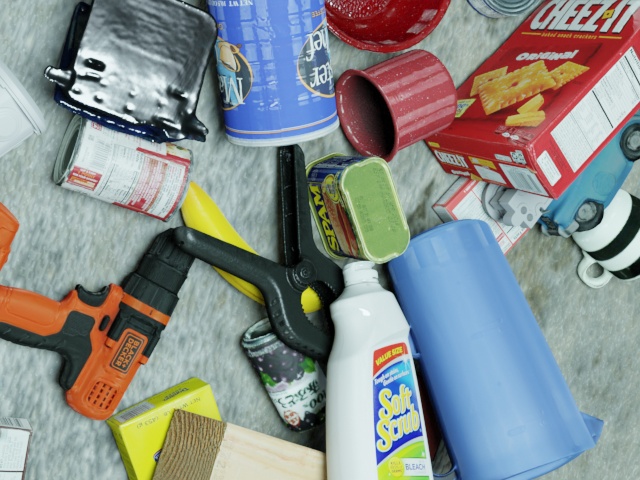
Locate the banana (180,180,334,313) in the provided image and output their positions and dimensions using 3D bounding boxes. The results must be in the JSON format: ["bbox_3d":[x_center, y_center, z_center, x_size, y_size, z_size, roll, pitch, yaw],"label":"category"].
[{"bbox_3d":[-0.059,0.019,0.991,0.197,0.037,0.069,30,63,-25],"label":"banana"}]

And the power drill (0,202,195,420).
[{"bbox_3d":[-0.214,0.040,0.907,0.187,0.057,0.184,31,82,-24],"label":"power drill"}]

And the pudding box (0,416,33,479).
[{"bbox_3d":[-0.304,0.192,0.890,0.113,0.039,0.090,10,91,-23],"label":"pudding box"}]

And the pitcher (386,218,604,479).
[{"bbox_3d":[0.141,0.111,0.999,0.148,0.145,0.243,0,64,-50],"label":"pitcher"}]

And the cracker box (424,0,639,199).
[{"bbox_3d":[0.223,-0.147,1.029,0.213,0.164,0.072,-46,120,-14],"label":"cracker box"}]

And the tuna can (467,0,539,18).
[{"bbox_3d":[0.184,-0.268,1.076,0.086,0.034,0.086,-2,96,-24],"label":"tuna can"}]

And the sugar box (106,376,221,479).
[{"bbox_3d":[-0.120,0.224,0.972,0.093,0.048,0.176,-23,102,-24],"label":"sugar box"}]

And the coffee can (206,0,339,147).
[{"bbox_3d":[-0.042,-0.162,0.930,0.102,0.103,0.140,-16,112,-23],"label":"coffee can"}]

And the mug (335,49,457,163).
[{"bbox_3d":[0.072,-0.121,1.005,0.081,0.093,0.117,-27,148,-26],"label":"mug"}]

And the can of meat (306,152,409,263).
[{"bbox_3d":[0.034,-0.030,1.000,0.057,0.084,0.102,-24,104,-21],"label":"can of meat"}]

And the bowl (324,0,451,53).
[{"bbox_3d":[0.045,-0.255,1.001,0.161,0.055,0.162,-2,95,-24],"label":"bowl"}]

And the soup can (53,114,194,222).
[{"bbox_3d":[-0.168,-0.063,0.914,0.102,0.069,0.068,19,86,-24],"label":"soup can"}]

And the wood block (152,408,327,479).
[{"bbox_3d":[-0.036,0.223,0.944,0.205,0.091,0.090,25,75,-34],"label":"wood block"}]

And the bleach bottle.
[{"bbox_3d":[0.042,0.141,0.923,0.102,0.068,0.251,8,69,-43],"label":"bleach bottle"}]

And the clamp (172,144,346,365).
[{"bbox_3d":[-0.033,0.033,0.956,0.164,0.036,0.210,-33,101,-37],"label":"clamp"}]

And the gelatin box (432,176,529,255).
[{"bbox_3d":[0.168,-0.027,1.092,0.073,0.030,0.089,-46,110,-16],"label":"gelatin box"}]
